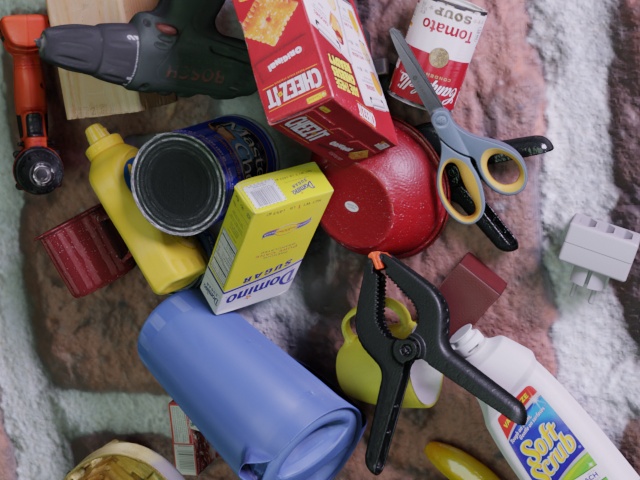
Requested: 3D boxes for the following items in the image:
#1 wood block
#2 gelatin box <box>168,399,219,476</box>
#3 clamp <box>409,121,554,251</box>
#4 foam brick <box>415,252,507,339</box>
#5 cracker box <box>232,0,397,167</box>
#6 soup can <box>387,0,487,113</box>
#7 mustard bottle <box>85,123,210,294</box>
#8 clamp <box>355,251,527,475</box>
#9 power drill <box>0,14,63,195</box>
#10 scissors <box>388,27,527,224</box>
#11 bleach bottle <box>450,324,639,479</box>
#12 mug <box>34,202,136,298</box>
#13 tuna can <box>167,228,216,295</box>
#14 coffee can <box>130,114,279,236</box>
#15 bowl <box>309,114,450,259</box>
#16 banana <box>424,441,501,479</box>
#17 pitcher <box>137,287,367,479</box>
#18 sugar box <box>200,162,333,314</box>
[{"bbox_3d":[-0.223,-0.237,1.113,0.090,0.090,0.206,-4,102,20],"label":"wood block"},{"bbox_3d":[-0.138,0.210,1.205,0.030,0.073,0.089,0,103,20],"label":"gelatin box"},{"bbox_3d":[0.142,-0.076,1.048,0.171,0.039,0.120,30,110,11],"label":"clamp"},{"bbox_3d":[0.142,0.060,1.076,0.053,0.051,0.078,41,113,7],"label":"foam brick"},{"bbox_3d":[-0.015,-0.188,0.970,0.072,0.164,0.214,-22,72,19],"label":"cracker box"},{"bbox_3d":[0.111,-0.180,1.017,0.068,0.068,0.102,23,110,13],"label":"soup can"},{"bbox_3d":[-0.189,-0.038,1.113,0.058,0.096,0.191,-34,85,18],"label":"mustard bottle"},{"bbox_3d":[0.082,0.114,1.026,0.165,0.036,0.210,-30,75,17],"label":"clamp"},{"bbox_3d":[-0.307,-0.142,1.135,0.057,0.185,0.188,-4,97,-19],"label":"power drill"},{"bbox_3d":[0.133,-0.111,0.994,0.096,0.016,0.202,-11,110,12],"label":"scissors"},{"bbox_3d":[0.211,0.188,1.054,0.103,0.068,0.251,-39,97,21],"label":"bleach bottle"},{"bbox_3d":[-0.249,0.007,1.185,0.117,0.093,0.081,-23,99,31],"label":"mug"},{"bbox_3d":[-0.158,0.017,1.184,0.086,0.033,0.086,5,105,19],"label":"tuna can"},{"bbox_3d":[-0.115,-0.069,1.088,0.103,0.140,0.103,5,105,19],"label":"coffee can"},{"bbox_3d":[0.045,-0.045,1.061,0.162,0.055,0.162,15,121,27],"label":"bowl"},{"bbox_3d":[0.183,0.291,1.127,0.070,0.037,0.198,-28,93,23],"label":"banana"},{"bbox_3d":[-0.074,0.156,1.116,0.145,0.149,0.243,-43,57,-11],"label":"pitcher"},{"bbox_3d":[-0.057,0.001,1.071,0.048,0.093,0.176,56,147,27],"label":"sugar box"}]
